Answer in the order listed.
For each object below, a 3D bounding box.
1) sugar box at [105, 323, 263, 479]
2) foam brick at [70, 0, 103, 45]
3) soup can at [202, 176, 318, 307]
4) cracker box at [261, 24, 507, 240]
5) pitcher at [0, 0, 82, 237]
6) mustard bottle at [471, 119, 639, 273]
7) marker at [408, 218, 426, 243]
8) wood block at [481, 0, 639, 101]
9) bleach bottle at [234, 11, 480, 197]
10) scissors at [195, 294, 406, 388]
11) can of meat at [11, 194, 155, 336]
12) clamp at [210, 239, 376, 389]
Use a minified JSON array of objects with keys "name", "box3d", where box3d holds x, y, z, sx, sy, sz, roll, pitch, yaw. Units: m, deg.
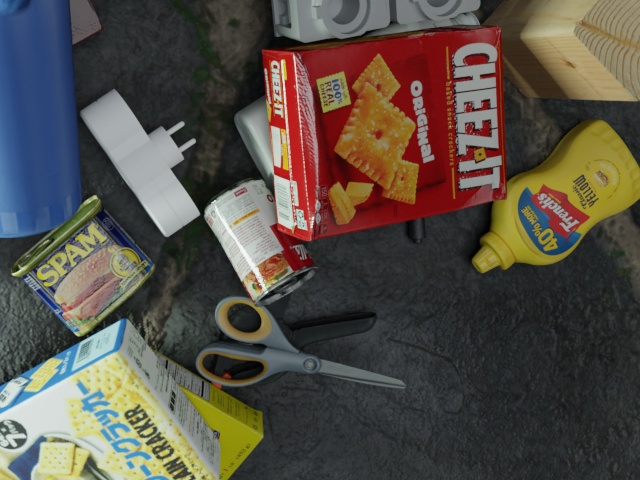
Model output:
[{"name":"sugar box","box3d":[-0.150,0.162,1.000,0.176,0.048,0.093,32,109,-19]},{"name":"foam brick","box3d":[-0.231,-0.206,0.931,0.053,0.051,0.078,-29,105,-11]},{"name":"soup can","box3d":[-0.056,0.001,0.984,0.068,0.068,0.102,-30,78,-9]},{"name":"cracker box","box3d":[0.062,-0.100,0.950,0.213,0.072,0.164,-12,107,-25]},{"name":"pitcher","box3d":[-0.266,-0.133,0.874,0.145,0.149,0.243,5,122,7]},{"name":"mustard bottle","box3d":[0.231,-0.032,1.081,0.191,0.058,0.096,-38,105,-7]},{"name":"marker","box3d":[0.095,-0.057,1.060,0.020,0.020,0.121,-5,100,-15]},{"name":"wood block","box3d":[0.235,-0.190,0.981,0.090,0.206,0.090,41,86,-18]},{"name":"bleach bottle","box3d":[0.048,-0.139,1.014,0.250,0.068,0.102,-32,109,-12]},{"name":"scissors","box3d":[-0.018,0.097,1.010,0.201,0.016,0.096,-1,98,-5]},{"name":"can of meat","box3d":[-0.213,0.024,0.969,0.102,0.057,0.084,-41,109,-5]},{"name":"clamp","box3d":[-0.031,0.089,1.036,0.120,0.039,0.171,42,92,-7]}]
